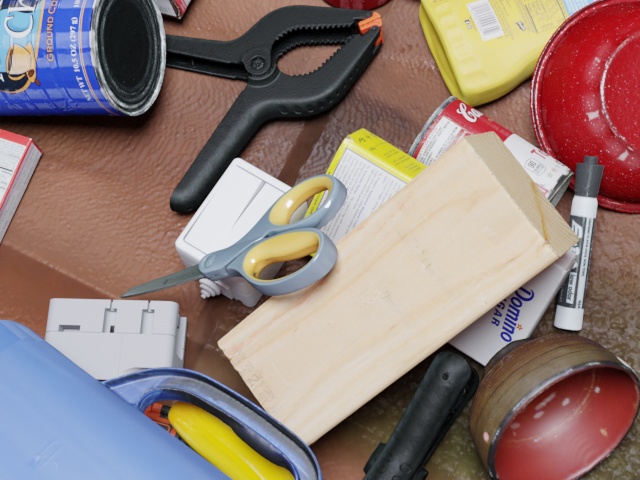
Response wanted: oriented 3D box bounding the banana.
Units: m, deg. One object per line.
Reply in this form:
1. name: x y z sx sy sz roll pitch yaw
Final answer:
1. banana: -0.027 0.175 0.648 0.069 0.037 0.198 -20 68 -15

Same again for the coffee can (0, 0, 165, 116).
1. coffee can: -0.199 -0.142 0.784 0.140 0.102 0.103 2 69 20

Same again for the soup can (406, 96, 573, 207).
1. soup can: 0.119 -0.048 0.763 0.102 0.068 0.068 35 76 14

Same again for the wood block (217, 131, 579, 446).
1. wood block: 0.049 0.032 0.673 0.206 0.090 0.090 -40 82 21

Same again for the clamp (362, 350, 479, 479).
1. clamp: 0.050 0.140 0.676 0.039 0.120 0.171 29 78 20

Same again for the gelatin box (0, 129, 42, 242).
1. gelatin box: -0.263 -0.044 0.807 0.073 0.030 0.089 17 75 9

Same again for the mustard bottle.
1. mustard bottle: 0.178 -0.175 0.811 0.191 0.058 0.096 -20 71 -3

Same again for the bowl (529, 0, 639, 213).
1. bowl: 0.234 -0.101 0.755 0.162 0.055 0.162 0 89 -4

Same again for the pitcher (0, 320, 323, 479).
1. pitcher: -0.126 0.144 0.614 0.243 0.149 0.145 34 112 26

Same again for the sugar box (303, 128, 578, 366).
1. sugar box: 0.077 0.006 0.737 0.176 0.048 0.093 32 116 12

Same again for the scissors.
1. scissors: -0.055 0.001 0.699 0.202 0.016 0.096 -2 51 49

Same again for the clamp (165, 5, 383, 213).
1. clamp: -0.054 -0.133 0.823 0.210 0.036 0.165 -29 69 -5

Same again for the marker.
1. marker: 0.180 0.001 0.741 0.020 0.020 0.121 7 96 6
